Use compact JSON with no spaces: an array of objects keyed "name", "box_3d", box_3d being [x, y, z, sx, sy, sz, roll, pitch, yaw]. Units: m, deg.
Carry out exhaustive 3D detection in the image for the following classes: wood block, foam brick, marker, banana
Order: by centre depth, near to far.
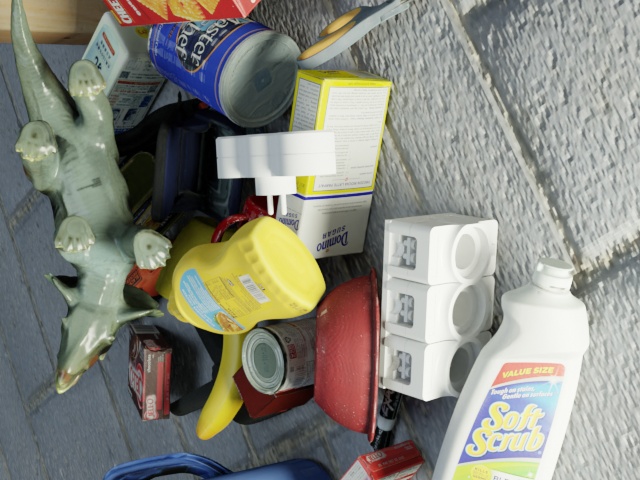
[{"name":"marker","box_3d":[0.070,0.154,1.039,0.020,0.020,0.121,32,118,40]},{"name":"foam brick","box_3d":[-0.042,0.147,1.118,0.051,0.078,0.053,-45,63,39]},{"name":"banana","box_3d":[-0.100,0.122,1.152,0.070,0.037,0.198,4,98,25]},{"name":"wood block","box_3d":[-0.366,-0.294,1.316,0.091,0.205,0.090,-2,93,48]}]

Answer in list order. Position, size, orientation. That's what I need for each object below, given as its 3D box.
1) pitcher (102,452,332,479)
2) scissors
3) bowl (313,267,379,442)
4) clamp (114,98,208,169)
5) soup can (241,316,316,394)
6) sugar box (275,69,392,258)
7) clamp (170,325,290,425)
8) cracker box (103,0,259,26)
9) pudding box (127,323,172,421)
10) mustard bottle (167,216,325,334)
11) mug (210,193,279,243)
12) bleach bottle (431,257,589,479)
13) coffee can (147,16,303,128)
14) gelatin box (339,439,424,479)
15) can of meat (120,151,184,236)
[{"name":"pitcher","box_3d":[-0.101,0.289,1.078,0.145,0.242,0.149,-4,92,48]},{"name":"scissors","box_3d":[0.064,-0.219,0.988,0.202,0.096,0.016,-30,112,18]},{"name":"bowl","box_3d":[0.023,0.105,0.990,0.162,0.055,0.162,178,94,-89]},{"name":"clamp","box_3d":[-0.203,-0.115,1.218,0.171,0.120,0.039,-33,77,14]},{"name":"soup can","box_3d":[-0.019,0.113,1.070,0.069,0.102,0.068,9,102,47]},{"name":"sugar box","box_3d":[0.010,-0.072,1.020,0.048,0.093,0.176,29,116,42]},{"name":"clamp","box_3d":[-0.109,0.161,1.222,0.210,0.036,0.165,28,115,42]},{"name":"cracker box","box_3d":[-0.112,-0.295,1.071,0.214,0.164,0.072,10,144,46]},{"name":"pudding box","box_3d":[-0.209,0.159,1.301,0.114,0.039,0.090,-145,58,-69]},{"name":"mustard bottle","box_3d":[-0.088,0.044,1.027,0.192,0.058,0.096,-22,115,45]},{"name":"mug","box_3d":[-0.057,0.001,1.091,0.093,0.117,0.081,44,122,55]},{"name":"bleach bottle","box_3d":[0.157,0.134,0.892,0.102,0.068,0.251,14,107,8]},{"name":"coffee can","box_3d":[-0.101,-0.191,1.118,0.140,0.102,0.103,35,119,40]},{"name":"gelatin box","box_3d":[0.049,0.235,1.032,0.030,0.073,0.089,53,130,28]},{"name":"can of meat","box_3d":[-0.203,-0.046,1.228,0.102,0.084,0.057,-46,67,3]}]
